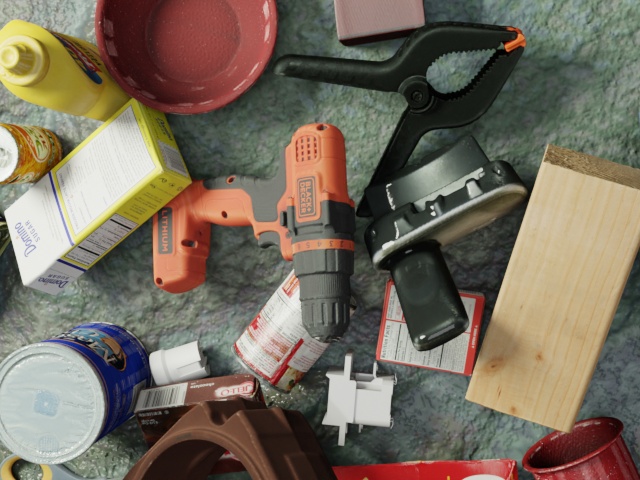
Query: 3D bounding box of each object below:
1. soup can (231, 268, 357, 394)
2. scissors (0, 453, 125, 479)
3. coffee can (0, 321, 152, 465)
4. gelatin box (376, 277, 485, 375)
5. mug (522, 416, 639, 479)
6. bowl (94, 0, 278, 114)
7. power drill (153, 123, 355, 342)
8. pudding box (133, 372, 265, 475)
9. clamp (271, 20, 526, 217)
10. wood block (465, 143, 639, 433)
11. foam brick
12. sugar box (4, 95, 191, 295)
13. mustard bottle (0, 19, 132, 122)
[{"bbox_3d":[-0.023,0.077,0.958,0.068,0.068,0.102,39,97,4],"label":"soup can"},{"bbox_3d":[-0.223,0.222,1.021,0.202,0.016,0.096,-27,89,8],"label":"scissors"},{"bbox_3d":[-0.218,0.132,0.952,0.103,0.140,0.103,0,93,8],"label":"coffee can"},{"bbox_3d":[0.099,0.077,0.960,0.089,0.030,0.073,9,96,8],"label":"gelatin box"},{"bbox_3d":[0.224,0.215,0.915,0.117,0.093,0.081,-28,95,-26],"label":"mug"},{"bbox_3d":[-0.117,-0.190,0.955,0.162,0.055,0.162,0,90,1],"label":"bowl"},{"bbox_3d":[-0.056,0.001,0.924,0.188,0.057,0.184,-7,78,28],"label":"power drill"},{"bbox_3d":[-0.102,0.170,0.970,0.113,0.039,0.090,-7,122,9],"label":"pudding box"},{"bbox_3d":[0.073,-0.134,0.917,0.210,0.036,0.164,-33,109,16],"label":"clamp"},{"bbox_3d":[0.194,0.037,0.867,0.090,0.090,0.206,18,107,9],"label":"wood block"},{"bbox_3d":[0.052,-0.204,0.938,0.078,0.053,0.051,-8,93,6],"label":"foam brick"},{"bbox_3d":[-0.202,-0.038,0.958,0.176,0.048,0.093,-38,54,20],"label":"sugar box"},{"bbox_3d":[-0.227,-0.146,0.910,0.096,0.191,0.058,43,98,3],"label":"mustard bottle"}]
